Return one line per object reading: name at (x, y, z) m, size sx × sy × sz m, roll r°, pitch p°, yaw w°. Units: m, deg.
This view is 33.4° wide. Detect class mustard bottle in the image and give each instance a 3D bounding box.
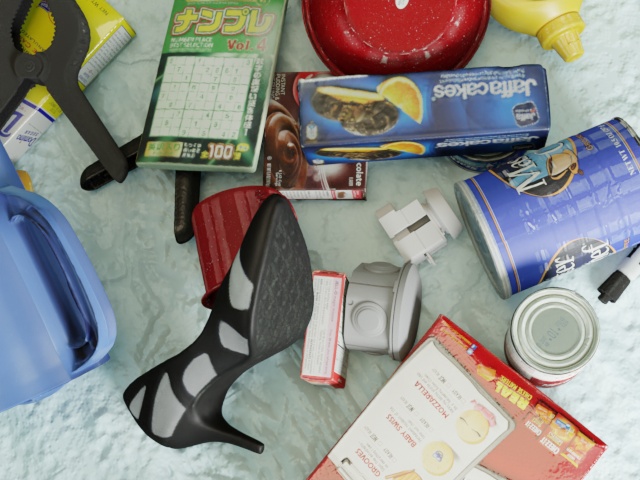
mustard bottle at (0.179, -0.240, 0.930) m, size 0.096 × 0.058 × 0.192 m, roll -21°, pitch 75°, yaw -12°

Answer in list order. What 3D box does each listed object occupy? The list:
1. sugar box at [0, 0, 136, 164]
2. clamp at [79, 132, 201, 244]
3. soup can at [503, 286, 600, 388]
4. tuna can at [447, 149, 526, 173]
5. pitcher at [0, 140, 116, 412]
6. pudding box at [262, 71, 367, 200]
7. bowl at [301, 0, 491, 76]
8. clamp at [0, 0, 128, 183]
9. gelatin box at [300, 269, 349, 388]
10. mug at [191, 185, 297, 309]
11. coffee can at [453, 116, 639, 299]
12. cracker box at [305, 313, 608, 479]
sugar box at (-0.265, -0.161, 0.982) m, size 0.093 × 0.048 × 0.176 m, roll 41°, pitch 85°, yaw 14°
clamp at (-0.120, -0.082, 0.947) m, size 0.120 × 0.039 × 0.171 m, roll 38°, pitch 85°, yaw 13°
soup can at (0.180, 0.077, 0.837) m, size 0.068 × 0.102 × 0.068 m, roll -2°, pitch 77°, yaw 7°
tuna can at (0.142, -0.103, 0.918) m, size 0.086 × 0.033 × 0.086 m, roll -2°, pitch 77°, yaw 8°
pitcher at (-0.269, 0.016, 0.862) m, size 0.149 × 0.145 × 0.243 m, roll -23°, pitch 93°, yaw -13°
pudding box at (-0.002, -0.091, 0.933) m, size 0.090 × 0.039 × 0.113 m, roll 0°, pitch 77°, yaw 7°
bowl at (0.064, -0.199, 0.881) m, size 0.162 × 0.055 × 0.162 m, roll 0°, pitch 98°, yaw 1°
clamp at (-0.239, -0.143, 0.934) m, size 0.164 × 0.036 × 0.210 m, roll 6°, pitch 86°, yaw 5°
gelatin box at (0.006, 0.074, 0.877) m, size 0.030 × 0.073 × 0.089 m, roll 4°, pitch 78°, yaw 9°
mug at (-0.056, 0.001, 0.886) m, size 0.093 × 0.117 × 0.081 m, roll 0°, pitch 67°, yaw -34°
coffee can at (0.191, -0.026, 0.858) m, size 0.140 × 0.103 × 0.103 m, roll -22°, pitch 75°, yaw 2°
cracker box at (0.093, 0.192, 0.840) m, size 0.164 × 0.072 × 0.213 m, roll 38°, pitch 86°, yaw 14°
